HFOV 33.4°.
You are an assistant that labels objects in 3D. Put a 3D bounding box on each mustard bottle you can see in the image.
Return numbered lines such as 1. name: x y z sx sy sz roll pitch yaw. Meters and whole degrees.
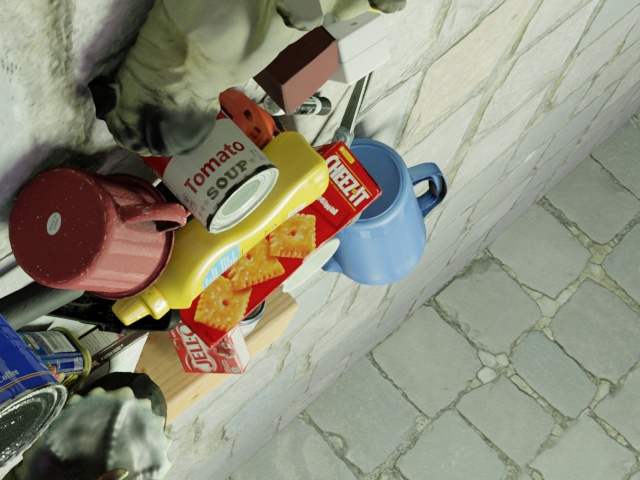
1. mustard bottle: -0.081 -0.003 0.824 0.191 0.058 0.096 -41 -179 -15

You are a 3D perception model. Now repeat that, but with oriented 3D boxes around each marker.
1. marker: -0.018 -0.124 0.975 0.020 0.020 0.121 -48 168 20

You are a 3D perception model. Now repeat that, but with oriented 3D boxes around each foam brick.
1. foam brick: -0.030 -0.138 0.745 0.051 0.078 0.053 -40 167 -9

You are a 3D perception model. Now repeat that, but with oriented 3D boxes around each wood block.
1. wood block: -0.135 0.118 1.245 0.205 0.090 0.091 -37 167 -32

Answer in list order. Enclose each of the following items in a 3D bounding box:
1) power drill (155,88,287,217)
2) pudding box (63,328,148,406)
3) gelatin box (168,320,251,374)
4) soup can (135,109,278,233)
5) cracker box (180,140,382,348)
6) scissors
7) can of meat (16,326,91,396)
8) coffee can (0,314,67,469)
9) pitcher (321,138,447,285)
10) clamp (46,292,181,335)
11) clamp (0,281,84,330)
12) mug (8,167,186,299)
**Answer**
1. power drill: -0.103 -0.038 0.906 0.187 0.057 0.184 -47 164 2
2. pudding box: -0.229 0.129 1.097 0.089 0.039 0.114 -35 167 -34
3. gelatin box: -0.122 0.101 1.135 0.030 0.073 0.089 -58 140 -50
4. soup can: -0.087 -0.063 0.756 0.068 0.102 0.068 -41 168 -11
5. cracker box: -0.057 0.001 1.022 0.213 0.072 0.164 -42 -169 -9
6. scissors: 0.034 -0.089 1.101 0.016 0.096 0.202 -33 167 -48
7. can of meat: -0.263 0.123 0.928 0.102 0.057 0.083 -46 166 9
8. coffee can: -0.235 0.070 0.632 0.102 0.140 0.103 -41 167 -12
9. pitcher: 0.068 -0.040 1.287 0.243 0.145 0.149 66 39 -74
10. clamp: -0.189 0.062 0.931 0.172 0.120 0.039 150 -46 -74
11. clamp: -0.286 0.089 0.779 0.165 0.036 0.209 -43 167 30
12. mug: -0.150 -0.008 0.738 0.117 0.093 0.081 -9 173 19
